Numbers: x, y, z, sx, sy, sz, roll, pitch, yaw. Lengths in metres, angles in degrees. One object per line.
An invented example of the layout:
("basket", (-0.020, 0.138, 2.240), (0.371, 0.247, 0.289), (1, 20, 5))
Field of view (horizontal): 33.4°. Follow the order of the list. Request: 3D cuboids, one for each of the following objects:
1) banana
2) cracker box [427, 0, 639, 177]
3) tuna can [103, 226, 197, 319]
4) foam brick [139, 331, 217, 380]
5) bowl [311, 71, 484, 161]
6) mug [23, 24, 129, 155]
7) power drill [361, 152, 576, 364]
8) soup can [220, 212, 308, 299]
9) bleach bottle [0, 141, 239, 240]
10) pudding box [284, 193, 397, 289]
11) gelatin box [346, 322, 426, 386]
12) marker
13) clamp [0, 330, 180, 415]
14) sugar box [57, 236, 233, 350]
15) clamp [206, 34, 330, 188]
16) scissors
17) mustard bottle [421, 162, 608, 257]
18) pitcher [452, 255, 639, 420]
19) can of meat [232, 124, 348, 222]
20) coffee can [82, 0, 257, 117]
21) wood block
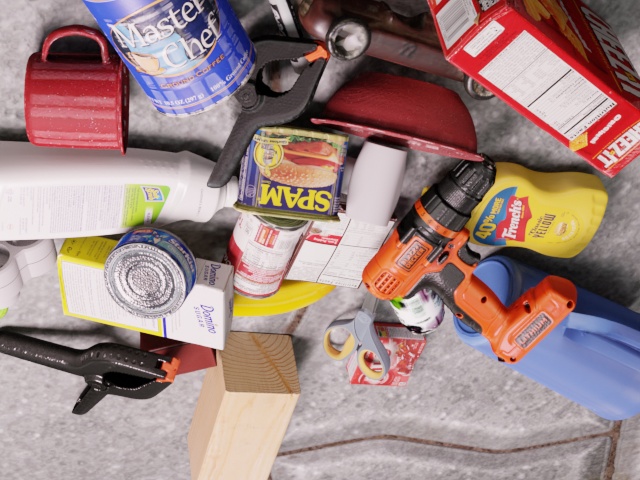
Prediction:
("banana", (-0.081, 0.054, 1.159), (0.197, 0.037, 0.070), (8, 133, -19))
("cracker box", (0.183, -0.171, 0.899), (0.213, 0.164, 0.072), (28, 125, -32))
("tuna can", (-0.164, 0.032, 1.023), (0.086, 0.033, 0.086), (5, 118, 10))
("foam brick", (-0.158, 0.114, 1.192), (0.078, 0.053, 0.051), (-13, 135, 2))
("bowl", (0.075, -0.116, 0.970), (0.162, 0.162, 0.055), (12, 93, -22))
("mug", (-0.208, -0.130, 0.916), (0.081, 0.093, 0.117), (1, 130, -6))
("power drill", (0.162, 0.024, 1.067), (0.187, 0.057, 0.185), (36, 117, -9))
("soup can", (-0.057, 0.001, 1.090), (0.068, 0.068, 0.102), (8, 132, -19))
("bleach bottle", (-0.198, -0.044, 1.023), (0.250, 0.068, 0.103), (1, 138, -16))
("pudding box", (0.017, -0.002, 1.123), (0.090, 0.039, 0.114), (8, 134, -22))
("gelatin box", (0.078, 0.138, 1.279), (0.073, 0.030, 0.089), (5, 133, -16))
("marker", (-0.031, -0.197, 0.933), (0.020, 0.020, 0.121), (-17, 135, 5))
("clamp", (-0.240, 0.151, 1.182), (0.210, 0.036, 0.164), (-1, 144, 24))
("sugar box", (-0.177, 0.051, 1.093), (0.176, 0.048, 0.093), (11, 135, 4))
("clamp", (-0.072, -0.136, 0.948), (0.172, 0.039, 0.120), (-37, 105, 19))
("scissors", (0.063, 0.098, 1.187), (0.096, 0.016, 0.202), (42, 144, 0))
("mustard bottle", (0.195, -0.035, 1.111), (0.191, 0.058, 0.096), (7, 131, -18))
("pitcher", (0.279, 0.107, 1.216), (0.242, 0.145, 0.149), (25, 119, -28))
("can of meat", (-0.027, -0.065, 1.013), (0.102, 0.057, 0.084), (6, 98, -14))
("coffee can", (-0.126, -0.185, 0.866), (0.103, 0.103, 0.140), (-21, 135, 10))
("wood block", (-0.095, 0.211, 1.274), (0.090, 0.091, 0.206), (4, 133, -17))
